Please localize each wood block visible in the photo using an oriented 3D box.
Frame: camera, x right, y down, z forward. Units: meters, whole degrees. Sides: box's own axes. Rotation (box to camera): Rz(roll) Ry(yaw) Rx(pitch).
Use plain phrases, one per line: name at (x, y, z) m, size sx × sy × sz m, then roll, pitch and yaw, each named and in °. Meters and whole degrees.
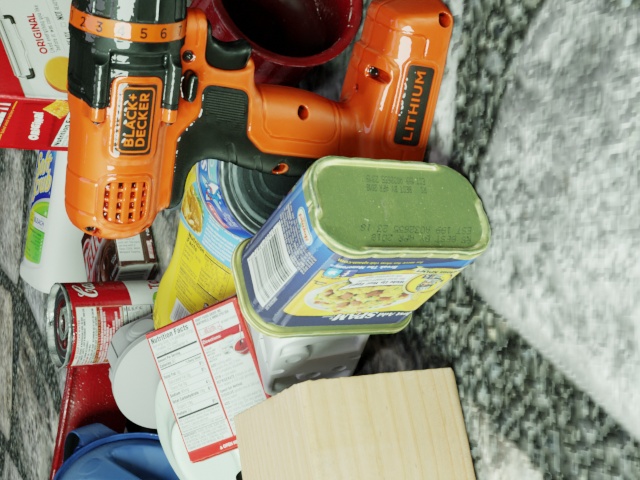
wood block at (0.028, 0.175, 0.521) m, size 0.091 × 0.090 × 0.206 m, roll -37°, pitch 59°, yaw 56°

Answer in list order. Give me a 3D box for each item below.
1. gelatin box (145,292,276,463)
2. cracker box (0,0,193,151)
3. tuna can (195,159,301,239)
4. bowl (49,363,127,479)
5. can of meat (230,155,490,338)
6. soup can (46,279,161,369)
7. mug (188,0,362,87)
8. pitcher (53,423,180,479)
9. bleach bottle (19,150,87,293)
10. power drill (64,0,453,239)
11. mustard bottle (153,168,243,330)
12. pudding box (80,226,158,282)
gelatin box at (-0.060, 0.085, 0.664) m, size 0.073 × 0.030 × 0.089 m, roll -24°, pitch 81°, yaw 26°
cracker box at (-0.134, -0.139, 0.684) m, size 0.072 × 0.213 × 0.164 m, roll -44°, pitch 53°, yaw 53°
tuna can at (-0.027, -0.041, 0.622) m, size 0.034 × 0.086 × 0.086 m, roll 7°, pitch 97°, yaw 60°
bowl at (-0.198, 0.139, 0.936) m, size 0.162 × 0.055 × 0.162 m, roll -170°, pitch 90°, yaw -77°
can of meat at (0.020, 0.004, 0.521) m, size 0.084 × 0.101 × 0.057 m, roll -48°, pitch 50°, yaw 49°
soup can at (-0.161, 0.066, 0.855) m, size 0.069 × 0.102 × 0.068 m, roll 3°, pitch 93°, yaw 62°
mug at (-0.029, -0.140, 0.635) m, size 0.082 × 0.093 × 0.117 m, roll -33°, pitch 31°, yaw 63°
pitcher at (-0.157, 0.270, 0.830) m, size 0.149 × 0.145 × 0.243 m, roll -75°, pitch 1°, yaw -56°
bleach bottle at (-0.252, -0.078, 1.066) m, size 0.103 × 0.068 × 0.251 m, roll 21°, pitch 107°, yaw 59°
power drill at (-0.030, -0.091, 0.521) m, size 0.057 × 0.187 × 0.184 m, roll 49°, pitch 134°, yaw 53°
mustard bottle at (-0.054, 0.001, 0.698) m, size 0.096 × 0.058 × 0.192 m, roll 42°, pitch 128°, yaw 33°
pudding box at (-0.184, 0.011, 0.963) m, size 0.114 × 0.039 × 0.090 m, roll -52°, pitch 47°, yaw 50°
